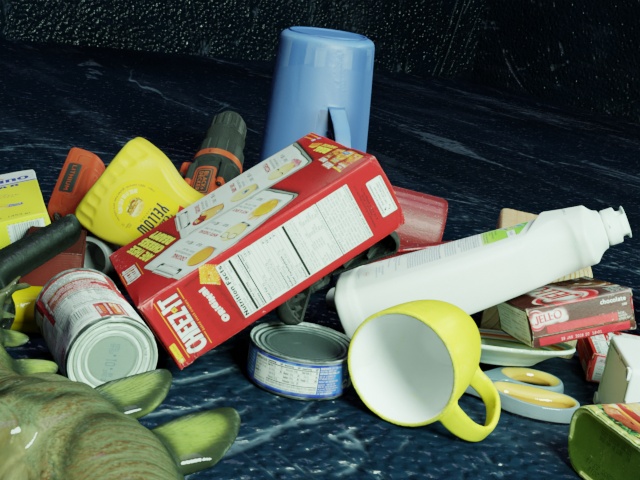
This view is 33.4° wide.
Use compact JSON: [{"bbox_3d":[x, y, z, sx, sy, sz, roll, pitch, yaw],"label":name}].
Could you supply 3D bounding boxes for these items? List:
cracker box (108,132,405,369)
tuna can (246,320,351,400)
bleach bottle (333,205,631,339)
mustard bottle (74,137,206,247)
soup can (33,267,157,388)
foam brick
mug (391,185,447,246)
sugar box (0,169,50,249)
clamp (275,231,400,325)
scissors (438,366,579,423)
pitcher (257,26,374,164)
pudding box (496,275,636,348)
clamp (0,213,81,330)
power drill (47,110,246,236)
[{"bbox_3d":[-0.056,0.001,0.875,0.213,0.072,0.164,-33,20,-9],"label":"cracker box"},{"bbox_3d":[-0.015,0.094,0.842,0.086,0.034,0.086,8,15,-2],"label":"tuna can"},{"bbox_3d":[0.140,0.025,0.914,0.251,0.068,0.102,-18,11,10],"label":"bleach bottle"},{"bbox_3d":[-0.124,-0.001,0.983,0.191,0.096,0.058,39,8,-7],"label":"mustard bottle"},{"bbox_3d":[-0.166,0.068,0.783,0.068,0.068,0.102,1,17,-27],"label":"soup can"},{"bbox_3d":[-0.236,0.023,0.940,0.053,0.051,0.078,6,15,-11],"label":"foam brick"},{"bbox_3d":[0.096,-0.012,1.230,0.081,0.093,0.117,14,-21,0],"label":"mug"},{"bbox_3d":[-0.316,-0.024,1.046,0.093,0.048,0.176,-13,23,-16],"label":"sugar box"},{"bbox_3d":[-0.017,0.032,0.916,0.120,0.039,0.172,-31,10,-27],"label":"clamp"},{"bbox_3d":[0.118,0.112,0.890,0.202,0.016,0.096,14,14,19],"label":"scissors"},{"bbox_3d":[-0.003,-0.114,1.216,0.149,0.243,0.144,15,18,25],"label":"pitcher"},{"bbox_3d":[0.206,0.060,0.913,0.090,0.039,0.113,-10,2,-4],"label":"pudding box"},{"bbox_3d":[-0.263,0.032,0.804,0.164,0.036,0.210,0,35,-13],"label":"clamp"},{"bbox_3d":[-0.173,-0.062,1.098,0.188,0.057,0.184,-3,47,15],"label":"power drill"}]
